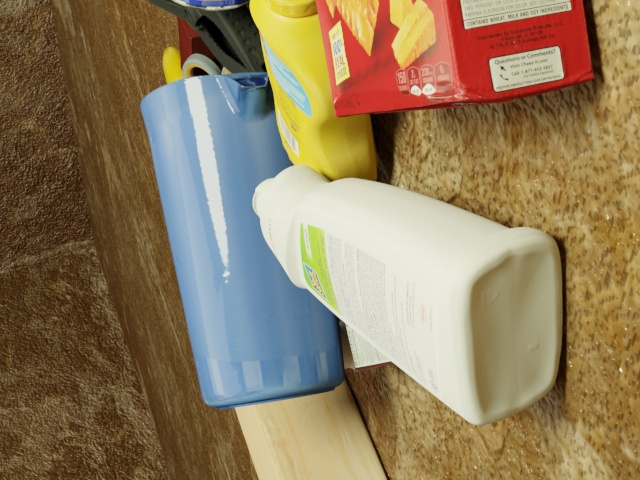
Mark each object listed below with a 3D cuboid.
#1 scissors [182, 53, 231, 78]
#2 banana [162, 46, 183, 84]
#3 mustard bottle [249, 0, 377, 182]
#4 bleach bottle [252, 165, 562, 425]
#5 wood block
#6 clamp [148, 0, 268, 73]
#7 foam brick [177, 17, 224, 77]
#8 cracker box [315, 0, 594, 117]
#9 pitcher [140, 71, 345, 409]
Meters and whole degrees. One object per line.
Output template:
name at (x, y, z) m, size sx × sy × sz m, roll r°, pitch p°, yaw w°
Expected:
scissors at (-0.088, -0.101, 1.019) m, size 0.096 × 0.016 × 0.202 m, roll 26°, pitch 142°, yaw 17°
banana at (-0.151, -0.152, 1.234) m, size 0.070 × 0.037 × 0.198 m, roll 117°, pitch 137°, yaw -66°
mustard bottle at (-0.005, -0.110, 0.652) m, size 0.191 × 0.058 × 0.096 m, roll 76°, pitch 169°, yaw -61°
bleach bottle at (0.030, 0.006, 0.611) m, size 0.251 × 0.068 × 0.102 m, roll 33°, pitch 137°, yaw 53°
wood block at (-0.014, 0.173, 0.949) m, size 0.091 × 0.090 × 0.206 m, roll 99°, pitch 153°, yaw -54°
clamp at (-0.101, -0.207, 0.894) m, size 0.210 × 0.036 × 0.164 m, roll 47°, pitch 165°, yaw 25°
foam brick at (-0.104, -0.184, 1.019) m, size 0.078 × 0.053 × 0.051 m, roll 92°, pitch 158°, yaw -48°
cracker box at (0.040, -0.168, 0.494) m, size 0.164 × 0.072 × 0.214 m, roll -164°, pitch 62°, yaw -72°
pitcher at (-0.055, 0.001, 0.815) m, size 0.149 × 0.145 × 0.243 m, roll 4°, pitch -105°, yaw -63°
